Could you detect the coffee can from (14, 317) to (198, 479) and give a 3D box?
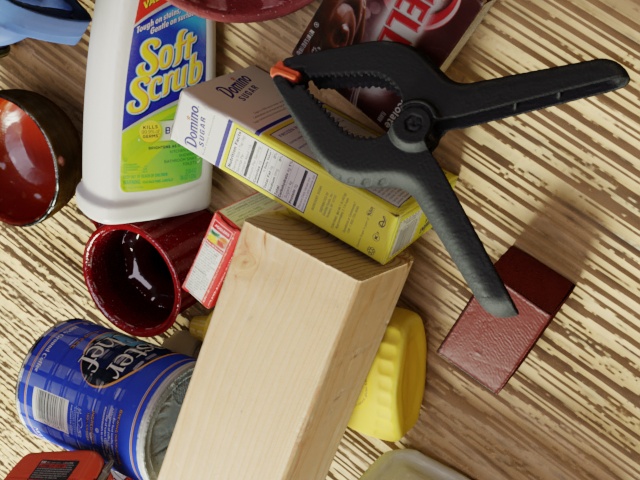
[{"bbox_3d":[-0.150,0.126,0.825,0.141,0.102,0.103,14,116,34],"label":"coffee can"}]

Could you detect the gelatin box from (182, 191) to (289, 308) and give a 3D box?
[{"bbox_3d":[-0.055,0.001,0.781,0.030,0.089,0.073,37,124,14],"label":"gelatin box"}]

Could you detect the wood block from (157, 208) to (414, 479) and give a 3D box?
[{"bbox_3d":[-0.026,0.090,0.730,0.091,0.090,0.206,28,111,22],"label":"wood block"}]

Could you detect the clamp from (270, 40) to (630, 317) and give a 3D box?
[{"bbox_3d":[0.060,-0.055,0.645,0.210,0.036,0.164,18,82,18],"label":"clamp"}]

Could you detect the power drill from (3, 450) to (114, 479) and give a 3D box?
[{"bbox_3d":[-0.162,0.239,0.820,0.185,0.057,0.187,-13,126,42],"label":"power drill"}]

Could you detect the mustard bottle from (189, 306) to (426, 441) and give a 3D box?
[{"bbox_3d":[-0.017,0.084,0.811,0.192,0.058,0.096,11,113,28],"label":"mustard bottle"}]

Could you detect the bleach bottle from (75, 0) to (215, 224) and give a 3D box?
[{"bbox_3d":[-0.125,-0.142,0.760,0.068,0.102,0.251,35,128,51],"label":"bleach bottle"}]

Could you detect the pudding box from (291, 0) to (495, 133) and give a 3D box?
[{"bbox_3d":[0.047,-0.140,0.693,0.090,0.039,0.114,41,125,9],"label":"pudding box"}]

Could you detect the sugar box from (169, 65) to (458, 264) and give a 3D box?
[{"bbox_3d":[-0.005,-0.056,0.726,0.176,0.093,0.048,29,121,19],"label":"sugar box"}]

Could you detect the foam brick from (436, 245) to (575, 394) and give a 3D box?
[{"bbox_3d":[0.124,0.053,0.717,0.051,0.052,0.078,36,123,14],"label":"foam brick"}]

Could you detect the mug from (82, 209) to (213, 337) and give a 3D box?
[{"bbox_3d":[-0.132,0.009,0.835,0.117,0.081,0.093,48,126,6],"label":"mug"}]
